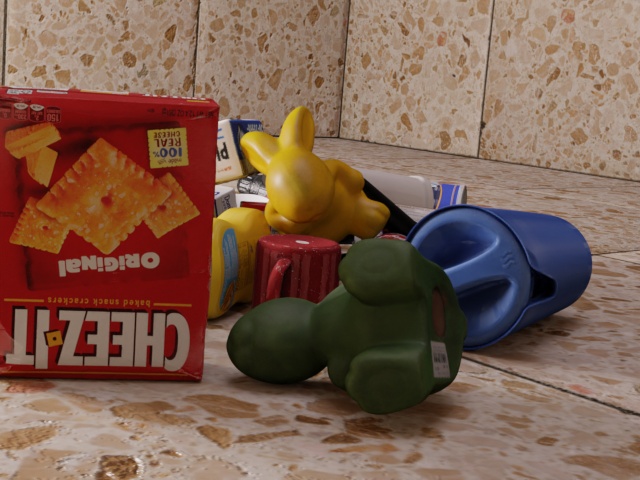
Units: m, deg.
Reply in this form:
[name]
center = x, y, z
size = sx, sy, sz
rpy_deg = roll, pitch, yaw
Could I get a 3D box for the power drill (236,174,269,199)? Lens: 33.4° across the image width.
[power drill]
center = -0.009, -0.053, 1.576
size = 0.185, 0.057, 0.187
rpy_deg = 22, 10, 35

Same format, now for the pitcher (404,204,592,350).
[pitcher]
center = 0.177, 0.027, 1.072
size = 0.149, 0.145, 0.242
rpy_deg = 54, 25, 18

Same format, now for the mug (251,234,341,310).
[mug]
center = -0.027, 0.041, 1.007
size = 0.093, 0.081, 0.117
rpy_deg = 8, 9, 19

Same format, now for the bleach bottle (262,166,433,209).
[bleach bottle]
center = 0.029, -0.060, 1.292
size = 0.103, 0.068, 0.250
rpy_deg = -8, -11, 38

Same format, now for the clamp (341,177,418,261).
[clamp]
center = 0.113, 0.003, 1.231
size = 0.210, 0.164, 0.036
rpy_deg = 15, 53, 15

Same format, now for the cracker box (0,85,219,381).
[cracker box]
center = -0.164, -0.004, 0.805
size = 0.164, 0.214, 0.072
rpy_deg = 3, 11, -11

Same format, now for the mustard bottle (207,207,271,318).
[mustard bottle]
center = -0.103, 0.025, 1.028
size = 0.058, 0.096, 0.191
rpy_deg = 8, 10, 16
